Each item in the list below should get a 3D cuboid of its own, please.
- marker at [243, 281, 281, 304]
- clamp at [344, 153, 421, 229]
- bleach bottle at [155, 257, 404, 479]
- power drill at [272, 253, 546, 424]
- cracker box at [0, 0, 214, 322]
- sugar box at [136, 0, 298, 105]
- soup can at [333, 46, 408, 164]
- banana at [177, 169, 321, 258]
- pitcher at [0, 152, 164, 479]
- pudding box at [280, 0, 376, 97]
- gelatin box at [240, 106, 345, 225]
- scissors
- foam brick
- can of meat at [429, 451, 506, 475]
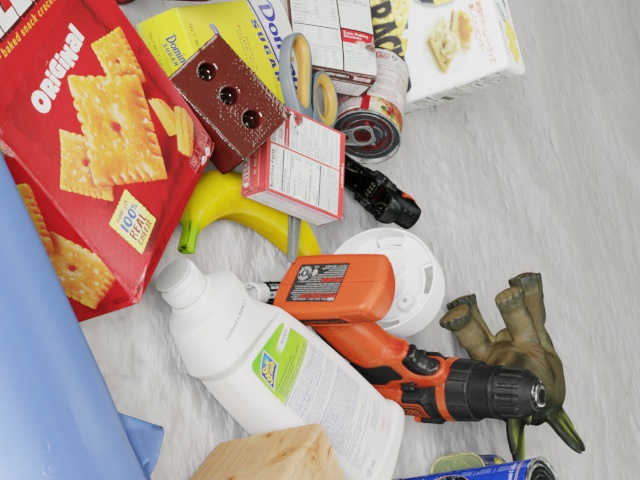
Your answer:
[{"bbox_3d":[-0.025,0.042,0.870,0.120,0.020,0.020,2,74,-61],"label":"marker"},{"bbox_3d":[0.043,-0.052,1.000,0.120,0.039,0.171,47,8,15],"label":"clamp"},{"bbox_3d":[-0.030,0.097,0.786,0.250,0.068,0.102,51,41,-33],"label":"bleach bottle"},{"bbox_3d":[0.064,0.084,0.840,0.187,0.185,0.057,48,52,-37],"label":"power drill"},{"bbox_3d":[-0.162,-0.083,0.631,0.213,0.072,0.164,56,32,-28],"label":"cracker box"},{"bbox_3d":[-0.070,-0.144,0.858,0.176,0.048,0.093,-32,105,-60],"label":"sugar box"},{"bbox_3d":[0.050,-0.134,1.047,0.068,0.069,0.102,51,35,-36],"label":"soup can"},{"bbox_3d":[-0.058,-0.018,0.826,0.197,0.037,0.069,7,79,-60],"label":"banana"},{"bbox_3d":[-0.188,0.036,0.481,0.243,0.145,0.149,69,16,-2],"label":"pitcher"},{"bbox_3d":[0.003,-0.195,0.986,0.089,0.039,0.113,5,65,-25],"label":"pudding box"},{"bbox_3d":[-0.020,-0.058,0.818,0.089,0.030,0.073,19,65,-43],"label":"gelatin box"},{"bbox_3d":[-0.008,-0.072,0.884,0.096,0.016,0.202,20,63,-60],"label":"scissors"},{"bbox_3d":[-0.070,-0.094,0.745,0.078,0.051,0.053,46,69,-8],"label":"foam brick"},{"bbox_3d":[0.154,0.259,1.042,0.083,0.058,0.102,19,59,-59],"label":"can of meat"}]
